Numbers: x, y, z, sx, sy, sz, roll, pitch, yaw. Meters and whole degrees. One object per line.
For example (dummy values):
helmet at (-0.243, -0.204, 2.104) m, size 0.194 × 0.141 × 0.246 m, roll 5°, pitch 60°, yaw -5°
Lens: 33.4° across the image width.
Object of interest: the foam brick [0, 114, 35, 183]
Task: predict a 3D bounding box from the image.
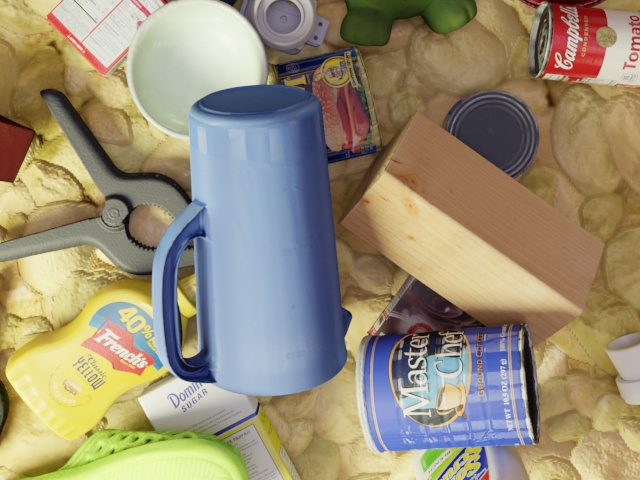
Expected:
foam brick at (-0.301, -0.090, 0.932) m, size 0.078 × 0.051 × 0.053 m, roll 25°, pitch 95°, yaw 23°

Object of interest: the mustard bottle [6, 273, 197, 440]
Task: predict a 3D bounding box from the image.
mustard bottle at (-0.181, 0.091, 0.966) m, size 0.191 × 0.058 × 0.096 m, roll -36°, pitch 107°, yaw 2°

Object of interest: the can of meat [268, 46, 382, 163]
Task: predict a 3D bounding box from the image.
can of meat at (0.003, -0.117, 0.953) m, size 0.084 × 0.057 × 0.102 m, roll -13°, pitch 97°, yaw -4°

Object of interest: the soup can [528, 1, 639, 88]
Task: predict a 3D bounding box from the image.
soup can at (0.243, -0.173, 0.949) m, size 0.102 × 0.068 × 0.068 m, roll 5°, pitch 96°, yaw -4°

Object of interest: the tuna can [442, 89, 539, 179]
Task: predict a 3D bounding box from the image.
tuna can at (0.153, -0.094, 0.972) m, size 0.086 × 0.034 × 0.086 m, roll 0°, pitch 96°, yaw -2°

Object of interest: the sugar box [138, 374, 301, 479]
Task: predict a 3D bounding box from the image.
sugar box at (-0.086, 0.196, 0.991) m, size 0.093 × 0.048 × 0.176 m, roll -27°, pitch 94°, yaw 4°

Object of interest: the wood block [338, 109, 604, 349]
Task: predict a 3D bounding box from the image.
wood block at (0.133, -0.005, 0.938) m, size 0.206 × 0.090 × 0.090 m, roll 34°, pitch 51°, yaw -6°

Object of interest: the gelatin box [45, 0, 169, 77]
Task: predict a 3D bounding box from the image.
gelatin box at (-0.186, -0.202, 0.949) m, size 0.089 × 0.030 × 0.073 m, roll -45°, pitch 95°, yaw 3°

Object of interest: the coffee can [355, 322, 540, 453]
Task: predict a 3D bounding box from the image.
coffee can at (0.110, 0.126, 0.912) m, size 0.140 × 0.102 × 0.103 m, roll -6°, pitch 97°, yaw 16°

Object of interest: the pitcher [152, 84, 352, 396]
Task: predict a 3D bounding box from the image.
pitcher at (-0.056, 0.001, 0.891) m, size 0.145 × 0.149 × 0.243 m, roll 2°, pitch 113°, yaw 13°

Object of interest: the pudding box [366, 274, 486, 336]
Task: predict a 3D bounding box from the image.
pudding box at (0.113, 0.085, 0.988) m, size 0.113 × 0.039 × 0.090 m, roll 35°, pitch 95°, yaw -5°

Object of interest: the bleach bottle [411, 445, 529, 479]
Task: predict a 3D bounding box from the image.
bleach bottle at (0.139, 0.216, 0.897) m, size 0.102 × 0.251 × 0.068 m, roll -41°, pitch 97°, yaw 2°

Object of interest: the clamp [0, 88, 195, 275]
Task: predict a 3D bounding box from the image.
clamp at (-0.194, -0.019, 0.966) m, size 0.210 × 0.036 × 0.164 m, roll 29°, pitch 95°, yaw -5°
